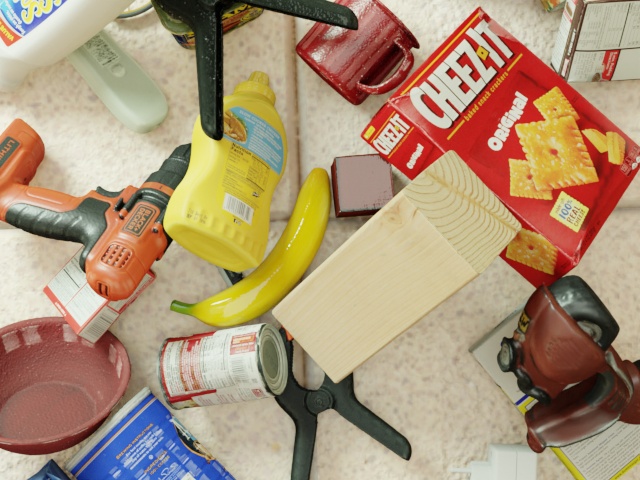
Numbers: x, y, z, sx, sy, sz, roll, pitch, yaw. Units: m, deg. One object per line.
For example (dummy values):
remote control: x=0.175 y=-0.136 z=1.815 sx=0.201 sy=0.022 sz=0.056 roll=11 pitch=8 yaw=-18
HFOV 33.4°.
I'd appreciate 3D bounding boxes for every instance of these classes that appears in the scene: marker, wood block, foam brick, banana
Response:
marker: x=-0.092 y=0.020 z=1.015 sx=0.020 sy=0.020 sz=0.121 roll=-30 pitch=88 yaw=-1
wood block: x=0.061 y=0.026 z=0.920 sx=0.091 sy=0.090 sz=0.206 roll=48 pitch=133 yaw=2
foam brick: x=0.038 y=-0.050 z=0.988 sx=0.051 sy=0.078 sz=0.053 roll=-5 pitch=89 yaw=-2
banana: x=-0.047 y=0.017 z=0.993 sx=0.197 sy=0.037 sz=0.069 roll=-43 pitch=91 yaw=-13

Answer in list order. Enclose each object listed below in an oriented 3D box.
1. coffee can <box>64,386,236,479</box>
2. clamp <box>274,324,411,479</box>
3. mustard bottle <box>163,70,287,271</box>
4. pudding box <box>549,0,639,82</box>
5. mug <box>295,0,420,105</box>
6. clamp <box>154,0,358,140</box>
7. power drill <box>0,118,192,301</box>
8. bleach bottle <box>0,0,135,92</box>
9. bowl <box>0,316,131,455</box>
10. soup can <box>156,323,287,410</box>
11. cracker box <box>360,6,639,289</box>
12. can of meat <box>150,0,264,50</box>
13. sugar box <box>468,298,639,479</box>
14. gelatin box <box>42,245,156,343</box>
coffee can: x=-0.146 y=0.218 z=0.967 sx=0.103 sy=0.103 sz=0.140 roll=-45 pitch=89 yaw=-1
clamp: x=-0.006 y=0.160 z=1.001 sx=0.120 sy=0.039 sz=0.171 roll=-32 pitch=82 yaw=-5
mustard bottle: x=-0.076 y=-0.075 z=0.977 sx=0.096 sy=0.058 sz=0.191 roll=31 pitch=58 yaw=-32
pudding box: x=0.276 y=-0.192 z=0.977 sx=0.113 sy=0.039 sz=0.090 roll=-6 pitch=133 yaw=-12
mug: x=0.038 y=-0.173 z=0.980 sx=0.081 sy=0.093 sz=0.117 roll=-48 pitch=54 yaw=4
clamp: x=-0.077 y=-0.215 z=0.925 sx=0.164 sy=0.036 sz=0.210 roll=-31 pitch=85 yaw=8
power drill: x=-0.212 y=-0.046 z=0.976 sx=0.188 sy=0.057 sz=0.184 roll=20 pitch=51 yaw=11
bleach bottle: x=-0.240 y=-0.203 z=0.949 sx=0.251 sy=0.067 sz=0.102 roll=-35 pitch=70 yaw=33
bowl: x=-0.251 y=0.141 z=0.968 sx=0.162 sy=0.162 sz=0.055 roll=2 pitch=127 yaw=0
soup can: x=-0.089 y=0.115 z=0.973 sx=0.102 sy=0.068 sz=0.068 roll=-10 pitch=88 yaw=18
cracker box: x=0.170 y=-0.085 z=0.956 sx=0.213 sy=0.072 sz=0.164 roll=42 pitch=57 yaw=1
can of meat: x=-0.101 y=-0.223 z=0.990 sx=0.102 sy=0.084 sz=0.057 roll=-27 pitch=88 yaw=-1
sugar box: x=0.230 y=0.142 z=0.997 sx=0.093 sy=0.048 sz=0.176 roll=-39 pitch=85 yaw=0
gelatin box: x=-0.206 y=0.040 z=0.994 sx=0.089 sy=0.030 sz=0.073 roll=-47 pitch=54 yaw=-2
